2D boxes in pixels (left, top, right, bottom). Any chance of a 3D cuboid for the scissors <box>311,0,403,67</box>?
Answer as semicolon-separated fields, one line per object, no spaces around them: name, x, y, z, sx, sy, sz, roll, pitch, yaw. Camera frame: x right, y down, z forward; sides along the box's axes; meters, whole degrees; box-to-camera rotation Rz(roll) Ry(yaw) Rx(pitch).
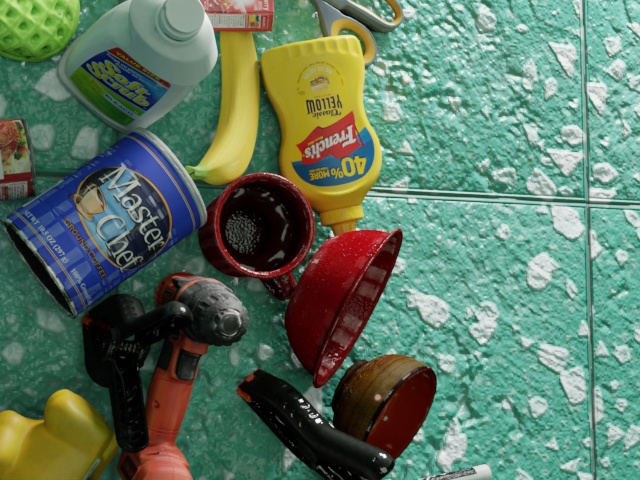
scissors;-0.014;-0.231;1.033;0.201;0.016;0.096;15;80;-18

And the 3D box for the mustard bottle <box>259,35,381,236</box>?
mustard bottle;0.006;-0.091;1.004;0.096;0.058;0.191;-11;90;-9

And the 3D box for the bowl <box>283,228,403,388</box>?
bowl;0.013;0.050;0.961;0.055;0.162;0.162;28;74;12

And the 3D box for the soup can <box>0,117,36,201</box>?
soup can;-0.293;-0.063;0.886;0.102;0.069;0.068;-9;88;-20

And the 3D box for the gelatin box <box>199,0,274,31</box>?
gelatin box;-0.081;-0.233;0.976;0.073;0.030;0.089;0;59;-7

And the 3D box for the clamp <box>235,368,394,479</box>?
clamp;0.004;0.186;0.931;0.036;0.210;0.164;-39;135;-21

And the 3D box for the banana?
banana;-0.080;-0.123;0.968;0.037;0.069;0.197;-4;58;18

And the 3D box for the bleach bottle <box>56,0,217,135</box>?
bleach bottle;-0.144;-0.152;0.851;0.102;0.251;0.068;42;72;-12

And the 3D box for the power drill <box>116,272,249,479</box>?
power drill;-0.113;0.122;0.885;0.057;0.185;0.187;15;90;-18

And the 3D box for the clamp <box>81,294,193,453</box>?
clamp;-0.153;0.081;0.866;0.039;0.172;0.120;25;99;-34

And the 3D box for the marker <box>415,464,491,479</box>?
marker;0.109;0.237;1.033;0.121;0.020;0.020;-7;87;-21

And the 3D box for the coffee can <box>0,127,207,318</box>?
coffee can;-0.182;-0.016;0.904;0.140;0.103;0.103;-37;98;-19

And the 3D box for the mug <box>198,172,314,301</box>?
mug;-0.056;0.001;0.960;0.093;0.082;0.117;-32;96;-20
